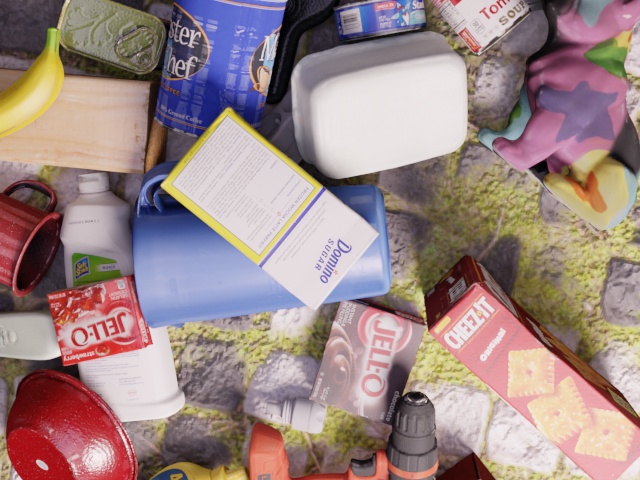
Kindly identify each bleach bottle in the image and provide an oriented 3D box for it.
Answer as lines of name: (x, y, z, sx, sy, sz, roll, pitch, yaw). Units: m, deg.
bleach bottle: (-0.206, 0.055, 1.086, 0.103, 0.068, 0.251, -6, 96, 11)

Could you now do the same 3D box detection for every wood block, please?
wood block: (-0.260, -0.121, 1.051, 0.206, 0.090, 0.090, 6, 98, 5)

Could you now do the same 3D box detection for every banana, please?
banana: (-0.314, -0.124, 0.993, 0.198, 0.037, 0.069, -25, 77, 7)

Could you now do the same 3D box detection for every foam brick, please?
foam brick: (0.153, 0.259, 1.076, 0.051, 0.078, 0.053, -37, 94, 8)

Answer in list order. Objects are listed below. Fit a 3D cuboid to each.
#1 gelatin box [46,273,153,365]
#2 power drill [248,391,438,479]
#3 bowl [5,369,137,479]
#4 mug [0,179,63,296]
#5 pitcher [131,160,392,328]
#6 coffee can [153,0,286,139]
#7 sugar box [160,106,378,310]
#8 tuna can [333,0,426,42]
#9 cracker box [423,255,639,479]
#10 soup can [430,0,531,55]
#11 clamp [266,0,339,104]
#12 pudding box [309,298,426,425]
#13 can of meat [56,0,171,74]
gelatin box: (-0.215, 0.077, 1.043, 0.089, 0.030, 0.073, -12, 93, 12)
power drill: (0.024, 0.227, 1.070, 0.187, 0.057, 0.184, 3, 117, 5)
bowl: (-0.265, 0.213, 1.082, 0.162, 0.055, 0.162, 16, 124, 25)
mug: (-0.314, -0.012, 1.080, 0.081, 0.093, 0.117, 24, 69, 6)
pitcher: (-0.057, 0.001, 1.029, 0.243, 0.149, 0.145, -6, 80, 3)
coffee can: (-0.093, -0.172, 0.993, 0.103, 0.102, 0.140, 14, 108, 3)
sugar box: (-0.044, -0.029, 0.949, 0.176, 0.048, 0.093, 40, 93, -7)
tuna can: (0.057, -0.210, 1.009, 0.086, 0.086, 0.034, -9, 99, 6)
cracker box: (0.198, 0.116, 1.006, 0.213, 0.164, 0.072, 42, 98, -2)
soup can: (0.142, -0.234, 1.006, 0.068, 0.068, 0.102, -39, 93, 10)
clamp: (-0.045, -0.232, 1.040, 0.120, 0.039, 0.171, 35, 103, -6)
pudding box: (0.048, 0.120, 1.084, 0.090, 0.039, 0.113, 18, 100, 2)
can of meat: (-0.192, -0.200, 1.035, 0.102, 0.084, 0.057, 19, 100, 2)
